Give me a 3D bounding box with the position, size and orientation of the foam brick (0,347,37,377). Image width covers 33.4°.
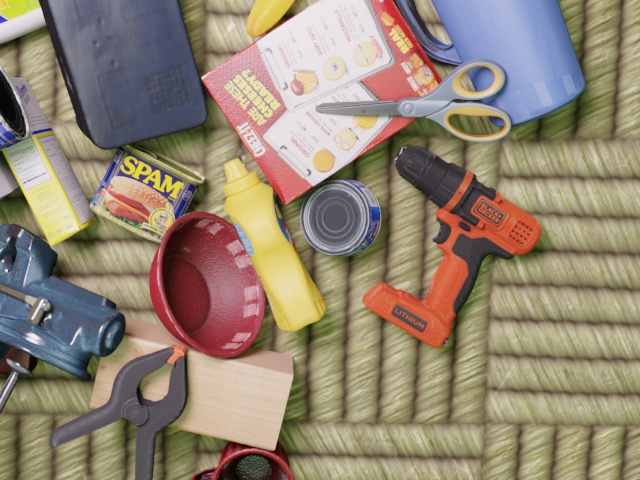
[{"bbox_3d":[-0.355,0.117,1.187,0.078,0.053,0.051,7,98,-4],"label":"foam brick"}]

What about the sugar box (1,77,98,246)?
[{"bbox_3d":[-0.302,-0.086,1.139,0.048,0.093,0.176,-28,97,2],"label":"sugar box"}]

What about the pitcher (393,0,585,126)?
[{"bbox_3d":[0.176,-0.244,1.124,0.145,0.149,0.243,-28,102,-13],"label":"pitcher"}]

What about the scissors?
[{"bbox_3d":[0.102,-0.153,1.094,0.201,0.016,0.096,14,116,0],"label":"scissors"}]

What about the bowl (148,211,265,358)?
[{"bbox_3d":[-0.132,0.053,1.155,0.055,0.161,0.162,-19,101,37],"label":"bowl"}]

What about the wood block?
[{"bbox_3d":[-0.140,0.156,1.181,0.206,0.091,0.090,14,98,-4],"label":"wood block"}]

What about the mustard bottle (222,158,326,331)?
[{"bbox_3d":[-0.057,0.001,1.158,0.058,0.096,0.191,-25,98,-1],"label":"mustard bottle"}]

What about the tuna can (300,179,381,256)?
[{"bbox_3d":[0.021,-0.025,1.171,0.086,0.033,0.086,0,90,24],"label":"tuna can"}]

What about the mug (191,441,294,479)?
[{"bbox_3d":[-0.087,0.268,1.203,0.117,0.081,0.093,-9,99,-1],"label":"mug"}]

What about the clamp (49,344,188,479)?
[{"bbox_3d":[-0.202,0.178,1.117,0.120,0.039,0.171,26,92,-10],"label":"clamp"}]

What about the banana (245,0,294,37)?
[{"bbox_3d":[-0.031,-0.308,1.131,0.037,0.069,0.198,27,104,31],"label":"banana"}]

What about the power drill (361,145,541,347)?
[{"bbox_3d":[0.126,0.010,1.186,0.184,0.057,0.188,32,97,-3],"label":"power drill"}]

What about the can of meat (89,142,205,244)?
[{"bbox_3d":[-0.190,-0.053,1.166,0.102,0.057,0.084,27,99,-6],"label":"can of meat"}]

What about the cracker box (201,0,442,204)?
[{"bbox_3d":[0.006,-0.166,1.149,0.214,0.072,0.164,-33,97,4],"label":"cracker box"}]
